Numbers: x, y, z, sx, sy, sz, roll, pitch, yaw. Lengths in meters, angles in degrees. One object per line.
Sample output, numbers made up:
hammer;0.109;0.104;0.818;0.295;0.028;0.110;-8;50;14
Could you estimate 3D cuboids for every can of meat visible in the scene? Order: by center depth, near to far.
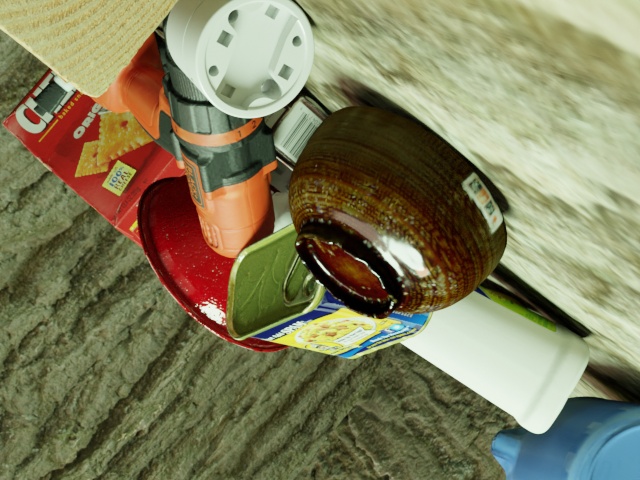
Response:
can of meat;0.006;0.031;0.626;0.083;0.057;0.102;16;154;-31

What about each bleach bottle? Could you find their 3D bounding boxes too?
bleach bottle;0.051;0.033;0.715;0.251;0.068;0.102;30;-175;6

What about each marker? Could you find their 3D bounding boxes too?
marker;-0.186;-0.147;0.848;0.020;0.121;0.020;39;178;1

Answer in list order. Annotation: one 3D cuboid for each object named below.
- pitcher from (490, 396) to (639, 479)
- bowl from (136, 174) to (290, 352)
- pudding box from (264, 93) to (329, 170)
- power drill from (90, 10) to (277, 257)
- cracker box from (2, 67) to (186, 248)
pitcher;0.220;0.177;0.751;0.243;0.149;0.145;69;178;-80
bowl;-0.055;0.001;0.793;0.162;0.055;0.162;34;-150;-24
pudding box;-0.009;-0.062;0.698;0.113;0.039;0.090;41;177;-39
power drill;-0.095;-0.101;0.649;0.188;0.057;0.184;48;154;39
cracker box;-0.190;-0.114;1.041;0.214;0.164;0.072;38;176;33
